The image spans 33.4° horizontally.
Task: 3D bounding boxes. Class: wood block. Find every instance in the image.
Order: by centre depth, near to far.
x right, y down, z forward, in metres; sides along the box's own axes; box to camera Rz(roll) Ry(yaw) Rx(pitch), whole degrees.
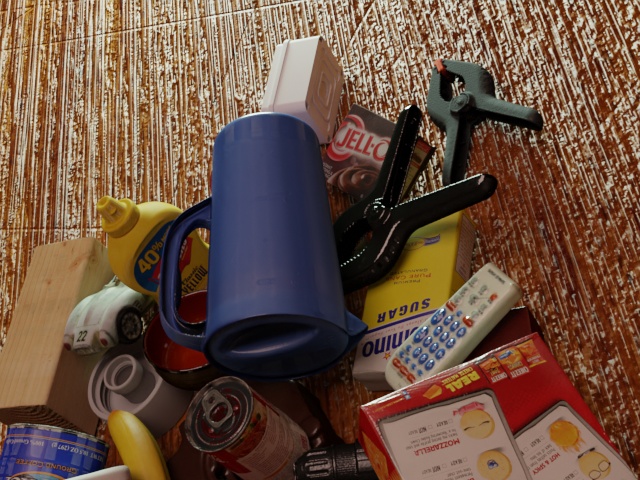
[{"bbox_3d":[-0.287,0.110,1.193,0.090,0.090,0.206,-9,55,27],"label":"wood block"}]

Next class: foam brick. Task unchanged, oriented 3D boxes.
[{"bbox_3d":[0.158,0.100,0.948,0.078,0.051,0.053,-16,51,22],"label":"foam brick"}]

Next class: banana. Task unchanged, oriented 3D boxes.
[{"bbox_3d":[-0.168,0.233,1.007,0.070,0.037,0.198,-43,49,30],"label":"banana"}]

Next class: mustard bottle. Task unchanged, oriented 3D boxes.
[{"bbox_3d":[-0.164,0.016,1.110,0.096,0.191,0.058,-52,40,-10],"label":"mustard bottle"}]

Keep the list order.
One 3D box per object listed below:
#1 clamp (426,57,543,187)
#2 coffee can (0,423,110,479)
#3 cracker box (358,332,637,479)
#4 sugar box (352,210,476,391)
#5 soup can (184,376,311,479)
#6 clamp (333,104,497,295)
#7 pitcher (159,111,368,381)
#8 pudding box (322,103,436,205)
[{"bbox_3d":[0.150,-0.127,1.124,0.120,0.039,0.171,-40,40,9],"label":"clamp"},{"bbox_3d":[-0.266,0.257,1.023,0.103,0.102,0.140,-4,64,29],"label":"coffee can"},{"bbox_3d":[0.147,0.196,0.817,0.164,0.072,0.214,-21,56,-14],"label":"cracker box"},{"bbox_3d":[0.091,0.055,1.024,0.093,0.048,0.176,-9,53,31],"label":"sugar box"},{"bbox_3d":[-0.060,0.169,0.921,0.069,0.102,0.068,-19,50,23],"label":"soup can"},{"bbox_3d":[0.063,-0.030,1.044,0.210,0.036,0.165,-45,39,16],"label":"clamp"},{"bbox_3d":[-0.057,0.001,1.009,0.145,0.149,0.243,-28,51,31],"label":"pitcher"},{"bbox_3d":[0.057,-0.085,1.137,0.114,0.039,0.090,33,96,41],"label":"pudding box"}]
